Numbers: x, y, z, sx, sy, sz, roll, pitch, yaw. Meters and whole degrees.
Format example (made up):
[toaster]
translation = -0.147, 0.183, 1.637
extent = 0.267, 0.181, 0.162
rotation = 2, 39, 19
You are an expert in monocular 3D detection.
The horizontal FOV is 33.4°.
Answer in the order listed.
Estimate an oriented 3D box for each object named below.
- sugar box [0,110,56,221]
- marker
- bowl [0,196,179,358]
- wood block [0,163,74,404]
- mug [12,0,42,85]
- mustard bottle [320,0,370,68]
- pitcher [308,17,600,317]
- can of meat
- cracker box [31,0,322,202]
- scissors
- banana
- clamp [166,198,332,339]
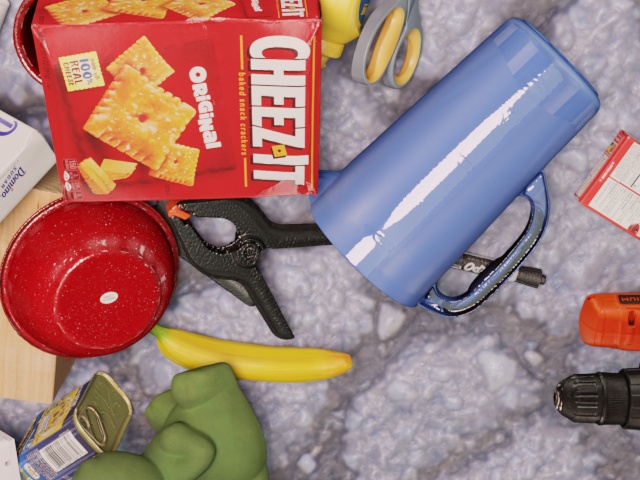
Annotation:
[sugar box]
translation = -0.316, -0.081, 0.895
extent = 0.176, 0.093, 0.048
rotation = 26, 157, 28
[marker]
translation = 0.151, 0.023, 0.993
extent = 0.121, 0.020, 0.020
rotation = 13, 110, -2
[bowl]
translation = -0.190, 0.041, 0.917
extent = 0.161, 0.055, 0.162
rotation = -11, 117, -24
[wood block]
translation = -0.271, 0.034, 0.977
extent = 0.090, 0.091, 0.206
rotation = 9, 110, -1
[mug]
translation = -0.193, -0.169, 0.904
extent = 0.117, 0.081, 0.093
rotation = 43, 106, -12
[mustard bottle]
translation = 0.025, -0.225, 0.866
extent = 0.058, 0.096, 0.192
rotation = 22, 109, -6
[pitcher]
translation = 0.123, -0.060, 0.909
extent = 0.243, 0.145, 0.149
rotation = -45, 137, 13
[can of meat]
translation = -0.238, 0.185, 1.026
extent = 0.084, 0.102, 0.057
rotation = -33, 106, 15
[cracker box]
translation = -0.107, -0.113, 0.844
extent = 0.213, 0.072, 0.164
rotation = -2, 129, -3
[scissors]
translation = 0.084, -0.214, 0.903
extent = 0.016, 0.096, 0.201
rotation = 24, 82, 30
[banana]
translation = -0.069, 0.112, 1.012
extent = 0.198, 0.069, 0.037
rotation = 8, 73, 1
[clamp]
translation = -0.056, 0.001, 0.967
extent = 0.171, 0.039, 0.120
rotation = 38, 86, -23
